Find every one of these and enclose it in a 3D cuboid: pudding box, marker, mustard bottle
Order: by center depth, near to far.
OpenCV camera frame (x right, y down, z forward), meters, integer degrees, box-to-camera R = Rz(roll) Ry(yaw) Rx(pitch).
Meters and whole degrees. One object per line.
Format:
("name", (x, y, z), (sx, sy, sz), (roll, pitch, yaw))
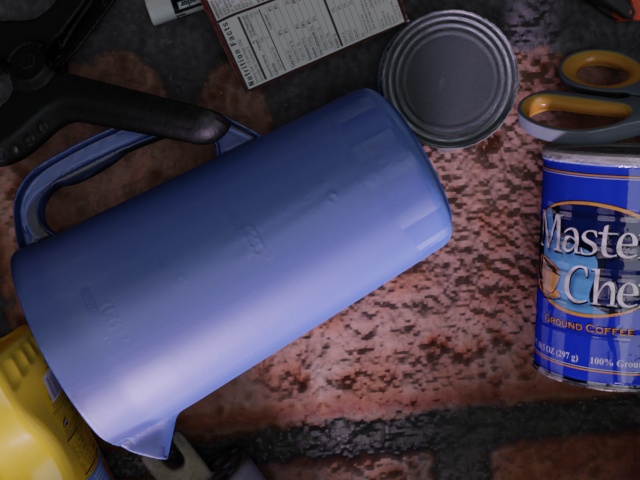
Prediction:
("pudding box", (-0.014, -0.152, 0.637), (0.113, 0.039, 0.090), (-22, 127, 4))
("marker", (-0.049, -0.160, 0.660), (0.121, 0.020, 0.020), (-18, 100, -1))
("mustard bottle", (-0.160, 0.151, 0.664), (0.058, 0.096, 0.191), (-26, 101, 0))

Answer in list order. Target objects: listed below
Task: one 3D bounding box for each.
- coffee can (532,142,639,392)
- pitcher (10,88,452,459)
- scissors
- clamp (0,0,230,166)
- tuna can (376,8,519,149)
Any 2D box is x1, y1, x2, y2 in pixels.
("coffee can", (0.187, 0.012, 0.664), (0.102, 0.103, 0.140), (0, 100, -5))
("pitcher", (-0.054, 0.001, 0.637), (0.243, 0.145, 0.149), (-29, 131, -3))
("scissors", (0.221, -0.083, 0.637), (0.202, 0.096, 0.016), (3, 135, 19))
("clamp", (-0.163, -0.109, 0.635), (0.210, 0.036, 0.164), (-14, 68, 10))
("tuna can", (0.079, -0.101, 0.672), (0.086, 0.034, 0.086), (-1, 100, -4))
